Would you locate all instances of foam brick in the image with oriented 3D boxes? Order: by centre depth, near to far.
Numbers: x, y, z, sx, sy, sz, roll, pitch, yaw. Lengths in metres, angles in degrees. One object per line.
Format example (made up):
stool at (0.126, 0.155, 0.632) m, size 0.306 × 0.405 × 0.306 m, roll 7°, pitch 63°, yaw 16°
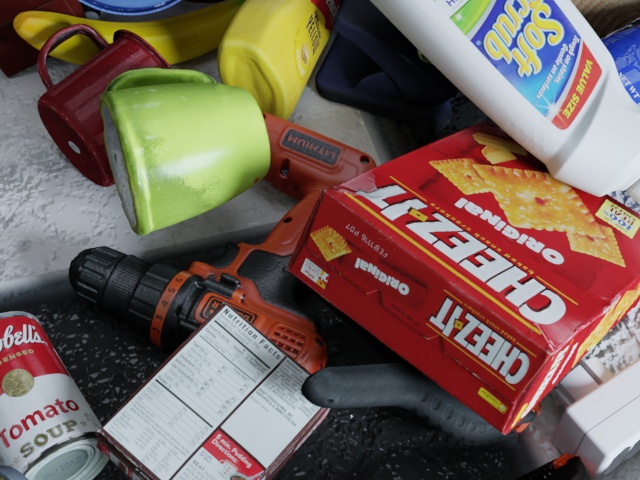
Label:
foam brick at (-0.230, -0.177, 0.845) m, size 0.078 × 0.053 × 0.051 m, roll -23°, pitch 57°, yaw 3°

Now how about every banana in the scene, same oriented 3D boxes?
banana at (-0.140, -0.164, 0.835) m, size 0.197 × 0.070 × 0.037 m, roll -15°, pitch 49°, yaw -22°

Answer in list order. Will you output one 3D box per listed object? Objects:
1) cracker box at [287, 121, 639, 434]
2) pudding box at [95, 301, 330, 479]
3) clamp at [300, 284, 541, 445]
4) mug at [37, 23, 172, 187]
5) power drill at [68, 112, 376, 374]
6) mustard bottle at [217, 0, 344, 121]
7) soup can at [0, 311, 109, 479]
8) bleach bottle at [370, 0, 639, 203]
cracker box at (0.110, 0.008, 0.675) m, size 0.164 × 0.072 × 0.213 m, roll 36°, pitch 34°, yaw 21°
pudding box at (-0.060, 0.105, 0.622) m, size 0.090 × 0.039 × 0.113 m, roll 39°, pitch 61°, yaw 12°
clamp at (0.058, 0.084, 0.646) m, size 0.171 × 0.039 × 0.120 m, roll 28°, pitch 37°, yaw -8°
mug at (-0.157, -0.102, 0.777) m, size 0.081 × 0.093 × 0.117 m, roll -41°, pitch 103°, yaw -20°
power drill at (-0.055, 0.001, 0.736) m, size 0.184 × 0.057 × 0.187 m, roll 24°, pitch 61°, yaw 10°
mustard bottle at (-0.015, -0.188, 0.834) m, size 0.058 × 0.096 × 0.191 m, roll 14°, pitch 60°, yaw 21°
soup can at (-0.180, 0.103, 0.653) m, size 0.068 × 0.068 × 0.102 m, roll -29°, pitch 61°, yaw -20°
bleach bottle at (0.141, -0.124, 0.706) m, size 0.102 × 0.068 × 0.251 m, roll -44°, pitch 84°, yaw -11°
